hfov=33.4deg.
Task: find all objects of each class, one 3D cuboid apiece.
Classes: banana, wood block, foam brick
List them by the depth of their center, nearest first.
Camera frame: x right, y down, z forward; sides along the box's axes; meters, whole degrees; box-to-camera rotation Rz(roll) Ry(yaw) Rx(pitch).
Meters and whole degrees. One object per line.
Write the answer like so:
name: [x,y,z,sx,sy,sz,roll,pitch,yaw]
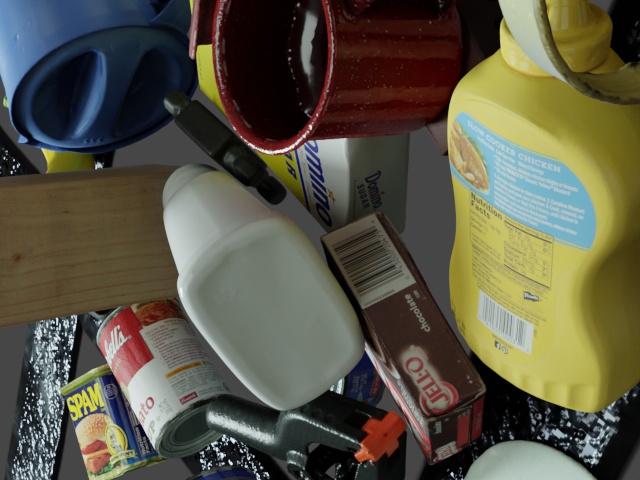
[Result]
foam brick: [0.074,-0.086,0.510,0.051,0.052,0.078,-45,62,47]
wood block: [-0.180,0.001,0.730,0.091,0.205,0.090,10,105,51]
banana: [-0.215,-0.061,0.860,0.198,0.069,0.037,-121,40,-53]

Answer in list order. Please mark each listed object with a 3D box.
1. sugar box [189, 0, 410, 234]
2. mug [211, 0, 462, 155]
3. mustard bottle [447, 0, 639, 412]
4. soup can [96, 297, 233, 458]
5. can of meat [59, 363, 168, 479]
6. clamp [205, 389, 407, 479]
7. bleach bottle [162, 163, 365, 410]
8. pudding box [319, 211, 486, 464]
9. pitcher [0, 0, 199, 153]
sugar box: [-0.016,-0.081,0.613,0.176,0.048,0.093,52,156,37]
mug: [0.015,-0.091,0.473,0.117,0.081,0.093,-35,69,50]
mustard bottle: [0.094,-0.023,0.441,0.096,0.058,0.191,38,146,42]
soup can: [-0.110,0.097,0.772,0.102,0.068,0.069,54,135,30]
can of meat: [-0.159,0.144,0.855,0.102,0.057,0.084,-30,76,51]
clamp: [0.005,0.133,0.616,0.120,0.039,0.172,47,153,-13]
bleach bottle: [-0.054,0.001,0.618,0.102,0.068,0.251,56,176,-24]
pudding box: [0.044,0.052,0.556,0.090,0.039,0.113,76,168,-64]
pitcher: [-0.179,-0.198,0.767,0.145,0.149,0.243,100,149,-61]
